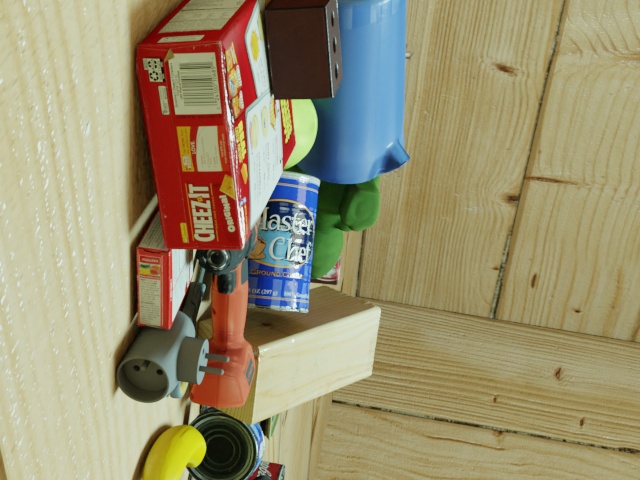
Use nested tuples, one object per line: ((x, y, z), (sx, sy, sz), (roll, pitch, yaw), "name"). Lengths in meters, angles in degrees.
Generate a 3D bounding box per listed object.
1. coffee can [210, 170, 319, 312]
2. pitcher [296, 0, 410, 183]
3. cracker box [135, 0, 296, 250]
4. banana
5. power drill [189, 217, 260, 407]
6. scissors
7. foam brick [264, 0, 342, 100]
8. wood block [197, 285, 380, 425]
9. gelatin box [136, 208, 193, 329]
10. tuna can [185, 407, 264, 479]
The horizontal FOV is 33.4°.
((-0.057, 0.001, 1.113), (0.103, 0.103, 0.140), (41, 54, -83), "coffee can")
((0.020, -0.190, 1.119), (0.243, 0.149, 0.145), (90, -5, -49), "pitcher")
((-0.077, -0.112, 0.860), (0.213, 0.072, 0.164), (-71, 159, -61), "cracker box")
((-0.140, 0.211, 1.019), (0.197, 0.037, 0.070), (-45, 151, -81), "banana")
((-0.086, 0.053, 0.975), (0.184, 0.057, 0.188), (-78, 174, -73), "power drill")
((-0.124, 0.069, 1.051), (0.096, 0.016, 0.201), (95, 6, -48), "scissors")
((-0.013, -0.158, 0.868), (0.053, 0.051, 0.078), (-71, 159, -61), "foam brick")
((-0.034, 0.121, 1.178), (0.205, 0.091, 0.090), (-13, 116, -49), "wood block")
((-0.126, 0.017, 0.869), (0.089, 0.030, 0.073), (-77, 173, -59), "gelatin box")
((-0.104, 0.220, 1.135), (0.033, 0.086, 0.086), (-19, 118, -82), "tuna can")
